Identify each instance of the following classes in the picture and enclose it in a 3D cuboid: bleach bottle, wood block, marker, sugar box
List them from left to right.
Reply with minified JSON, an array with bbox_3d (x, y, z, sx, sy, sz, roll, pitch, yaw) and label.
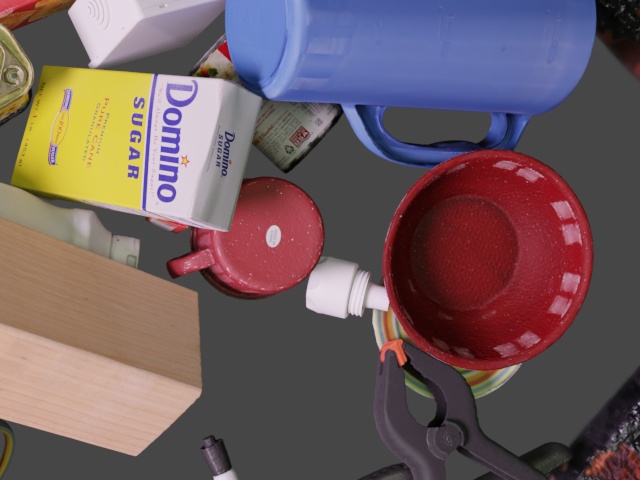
[{"bbox_3d":[-0.247,-0.010,0.718,0.250,0.103,0.068,9,53,-13],"label":"bleach bottle"},{"bbox_3d":[-0.187,0.057,0.687,0.205,0.090,0.091,23,39,-30],"label":"wood block"},{"bbox_3d":[-0.128,-0.065,0.718,0.048,0.177,0.093,20,81,-52],"label":"sugar box"},{"bbox_3d":[-0.060,0.201,0.793,0.020,0.020,0.121,-24,93,-13],"label":"marker"}]

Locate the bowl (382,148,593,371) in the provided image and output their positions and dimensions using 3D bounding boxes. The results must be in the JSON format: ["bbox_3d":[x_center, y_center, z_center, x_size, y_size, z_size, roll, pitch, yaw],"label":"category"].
[{"bbox_3d":[0.117,0.012,0.794,0.162,0.055,0.162,-1,96,-12],"label":"bowl"}]

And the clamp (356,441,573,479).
[{"bbox_3d":[0.098,0.215,0.819,0.210,0.036,0.164,19,77,-11],"label":"clamp"}]

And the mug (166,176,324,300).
[{"bbox_3d":[-0.055,0.001,0.770,0.117,0.082,0.093,-18,92,-13],"label":"mug"}]

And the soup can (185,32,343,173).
[{"bbox_3d":[-0.041,-0.107,0.785,0.102,0.069,0.068,43,79,-8],"label":"soup can"}]

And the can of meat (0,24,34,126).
[{"bbox_3d":[-0.247,-0.098,0.729,0.102,0.084,0.057,-35,95,-12],"label":"can of meat"}]

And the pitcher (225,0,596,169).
[{"bbox_3d":[0.061,-0.142,0.748,0.242,0.145,0.149,-5,63,-30],"label":"pitcher"}]

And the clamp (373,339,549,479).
[{"bbox_3d":[0.085,0.158,0.791,0.120,0.039,0.171,-37,88,-25],"label":"clamp"}]
